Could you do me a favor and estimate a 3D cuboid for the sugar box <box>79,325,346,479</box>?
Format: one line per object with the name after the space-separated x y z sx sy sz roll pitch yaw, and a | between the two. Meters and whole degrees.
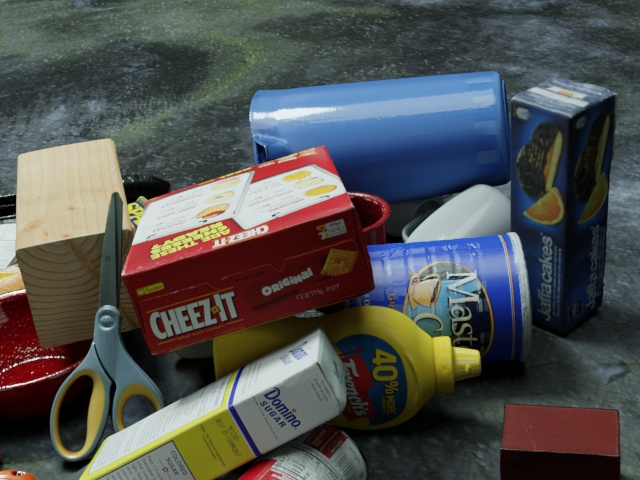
-0.068 0.124 0.714 0.176 0.048 0.093 -26 8 7 | sugar box

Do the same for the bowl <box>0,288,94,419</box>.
-0.240 0.098 0.878 0.162 0.055 0.162 -5 27 2 | bowl

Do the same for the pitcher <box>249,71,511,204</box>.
0.062 -0.095 1.038 0.243 0.145 0.149 -6 47 12 | pitcher

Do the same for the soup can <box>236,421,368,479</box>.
-0.021 0.168 0.683 0.069 0.068 0.102 11 31 30 | soup can

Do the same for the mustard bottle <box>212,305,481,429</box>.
0.021 0.095 0.785 0.191 0.096 0.058 -4 24 4 | mustard bottle

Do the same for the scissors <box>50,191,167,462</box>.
-0.142 0.073 0.797 0.096 0.202 0.016 18 -3 1 | scissors

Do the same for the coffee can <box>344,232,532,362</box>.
0.090 0.050 0.852 0.140 0.103 0.103 -5 27 3 | coffee can

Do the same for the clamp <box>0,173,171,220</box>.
-0.233 -0.050 1.111 0.209 0.036 0.165 -4 -7 -41 | clamp

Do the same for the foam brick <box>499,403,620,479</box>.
0.159 0.145 0.707 0.078 0.053 0.051 2 28 14 | foam brick

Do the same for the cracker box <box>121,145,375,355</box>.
-0.055 0.001 0.814 0.164 0.072 0.214 -17 17 0 | cracker box

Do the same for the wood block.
-0.206 -0.006 0.912 0.090 0.091 0.206 -11 27 -10 | wood block
